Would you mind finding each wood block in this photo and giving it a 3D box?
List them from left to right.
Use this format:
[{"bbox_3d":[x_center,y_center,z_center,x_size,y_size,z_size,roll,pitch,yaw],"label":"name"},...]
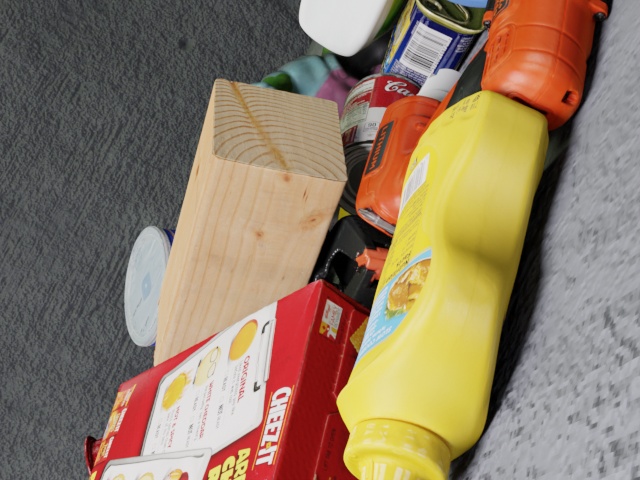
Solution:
[{"bbox_3d":[-0.056,0.001,0.764,0.091,0.090,0.206,-94,19,-48],"label":"wood block"}]

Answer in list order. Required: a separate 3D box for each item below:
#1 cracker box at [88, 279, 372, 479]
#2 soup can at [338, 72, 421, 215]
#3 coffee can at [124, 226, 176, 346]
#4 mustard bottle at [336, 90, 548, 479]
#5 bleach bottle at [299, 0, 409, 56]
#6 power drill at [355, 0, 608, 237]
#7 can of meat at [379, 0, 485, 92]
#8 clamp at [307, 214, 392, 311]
[{"bbox_3d":[-0.055,0.135,0.564,0.214,0.072,0.164,-30,37,46],"label":"cracker box"},{"bbox_3d":[0.044,-0.070,0.785,0.102,0.068,0.069,-75,13,-53],"label":"soup can"},{"bbox_3d":[-0.089,0.045,0.937,0.103,0.140,0.103,-22,65,59],"label":"coffee can"},{"bbox_3d":[0.049,0.032,0.454,0.096,0.058,0.191,123,170,-54],"label":"mustard bottle"},{"bbox_3d":[0.077,-0.241,0.923,0.250,0.068,0.103,-41,-18,-50],"label":"bleach bottle"},{"bbox_3d":[0.089,-0.096,0.589,0.188,0.057,0.184,-56,12,52],"label":"power drill"},{"bbox_3d":[0.089,-0.165,0.828,0.102,0.057,0.084,-71,7,-45],"label":"can of meat"},{"bbox_3d":[0.006,0.047,0.751,0.210,0.036,0.164,159,120,-71],"label":"clamp"}]
